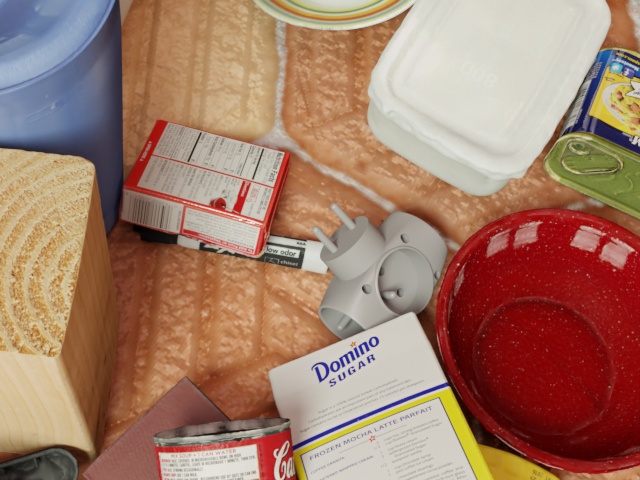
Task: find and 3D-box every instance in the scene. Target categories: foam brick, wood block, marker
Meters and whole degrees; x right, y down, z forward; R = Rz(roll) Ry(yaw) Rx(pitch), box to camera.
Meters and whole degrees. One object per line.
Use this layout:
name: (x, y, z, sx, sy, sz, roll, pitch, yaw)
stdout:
foam brick: (-0.083, 0.123, 0.579, 0.051, 0.053, 0.078, 43, 70, 11)
wood block: (-0.153, 0.040, 0.522, 0.090, 0.206, 0.090, 7, 67, -4)
marker: (-0.054, 0.001, 0.652, 0.121, 0.020, 0.020, 10, 66, -2)

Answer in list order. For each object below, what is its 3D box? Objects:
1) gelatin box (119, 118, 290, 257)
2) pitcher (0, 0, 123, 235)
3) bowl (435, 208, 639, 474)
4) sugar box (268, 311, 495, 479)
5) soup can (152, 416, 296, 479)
gelatin box: (-0.068, -0.032, 0.646, 0.089, 0.030, 0.073, 15, 41, -1)
pitcher: (-0.171, -0.069, 0.546, 0.149, 0.243, 0.145, 11, 66, -2)
bowl: (0.140, 0.063, 0.625, 0.162, 0.055, 0.162, 4, 63, -8)
sugar box: (0.037, 0.119, 0.544, 0.093, 0.048, 0.176, -22, 35, 2)
soup can: (-0.043, 0.142, 0.520, 0.068, 0.068, 0.102, -6, 86, -9)
